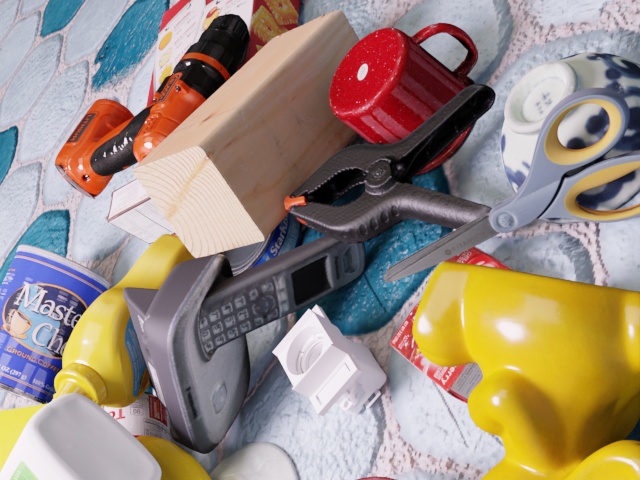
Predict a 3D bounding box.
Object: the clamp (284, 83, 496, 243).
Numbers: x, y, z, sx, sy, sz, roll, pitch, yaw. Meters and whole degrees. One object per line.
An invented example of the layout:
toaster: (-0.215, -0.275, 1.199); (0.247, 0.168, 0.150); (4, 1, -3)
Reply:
clamp: (0.055, -0.034, 0.759); (0.172, 0.039, 0.120); (-25, 45, 22)

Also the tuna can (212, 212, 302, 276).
tuna can: (-0.056, 0.001, 0.927); (0.086, 0.033, 0.086); (-32, 41, 33)

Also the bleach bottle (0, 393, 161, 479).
bleach bottle: (-0.213, 0.226, 0.819); (0.068, 0.102, 0.251); (-36, -16, -51)

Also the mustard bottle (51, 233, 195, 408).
mustard bottle: (-0.157, 0.080, 0.872); (0.058, 0.096, 0.191); (13, 35, 20)

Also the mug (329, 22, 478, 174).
mug: (0.069, -0.118, 0.821); (0.117, 0.081, 0.093); (-44, 36, 20)

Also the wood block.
wood block: (-0.042, -0.089, 0.863); (0.091, 0.090, 0.205); (-13, 28, 46)

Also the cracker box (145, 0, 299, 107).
cracker box: (-0.099, -0.189, 1.102); (0.164, 0.072, 0.213); (-30, 42, 34)

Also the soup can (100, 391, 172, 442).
soup can: (-0.155, 0.182, 0.877); (0.069, 0.068, 0.102); (-41, 36, 23)

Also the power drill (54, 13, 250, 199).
power drill: (-0.155, -0.120, 0.987); (0.188, 0.057, 0.184); (-19, 36, 46)

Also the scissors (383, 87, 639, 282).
scissors: (0.117, -0.033, 0.662); (0.202, 0.096, 0.016); (-13, 25, 22)

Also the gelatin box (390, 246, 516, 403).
gelatin box: (0.095, 0.052, 0.699); (0.089, 0.030, 0.073); (-56, 34, 2)

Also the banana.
banana: (-0.099, 0.204, 0.762); (0.069, 0.037, 0.198); (-17, 38, -1)

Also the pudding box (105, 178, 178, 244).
pudding box: (-0.132, -0.029, 0.997); (0.114, 0.090, 0.039); (-24, 47, 41)

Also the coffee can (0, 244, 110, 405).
coffee can: (-0.290, 0.089, 1.091); (0.103, 0.102, 0.140); (1, 65, 52)
